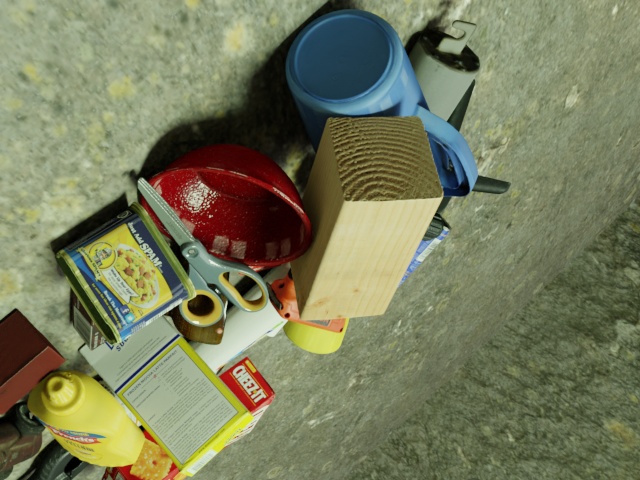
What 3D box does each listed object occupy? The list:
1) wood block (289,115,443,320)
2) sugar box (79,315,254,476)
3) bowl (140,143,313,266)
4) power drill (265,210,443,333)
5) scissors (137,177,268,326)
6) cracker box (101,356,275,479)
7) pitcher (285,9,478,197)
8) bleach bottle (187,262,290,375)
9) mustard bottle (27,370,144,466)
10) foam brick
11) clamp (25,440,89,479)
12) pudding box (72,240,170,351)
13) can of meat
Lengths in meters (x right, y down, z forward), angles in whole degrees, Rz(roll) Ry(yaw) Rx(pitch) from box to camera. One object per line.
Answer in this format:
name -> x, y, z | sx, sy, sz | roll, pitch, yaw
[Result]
wood block -> 0.035, -0.016, 0.990 | 0.090, 0.091, 0.206 | -3, 148, -15
sugar box -> -0.162, 0.151, 1.123 | 0.093, 0.176, 0.048 | -41, 160, -7
bowl -> -0.081, -0.040, 0.982 | 0.162, 0.162, 0.055 | 102, 1, -60
power drill -> 0.036, 0.017, 1.246 | 0.184, 0.057, 0.188 | 18, 113, -32
scissors -> -0.131, 0.021, 1.004 | 0.096, 0.016, 0.201 | -36, 129, 19
cracker box -> -0.170, 0.256, 1.361 | 0.213, 0.072, 0.164 | -33, 168, -27
pitcher -> 0.056, -0.115, 1.042 | 0.149, 0.145, 0.242 | -23, 156, 5
bleach bottle -> -0.102, 0.111, 1.345 | 0.251, 0.068, 0.102 | -40, 179, 2
mustard bottle -> -0.239, 0.173, 1.066 | 0.191, 0.096, 0.058 | 85, 24, -64
foam brick -> -0.284, 0.111, 0.974 | 0.078, 0.051, 0.053 | -41, 161, -12
clamp -> -0.322, 0.288, 1.304 | 0.171, 0.039, 0.120 | -45, 163, 0
pudding box -> -0.196, 0.046, 1.040 | 0.089, 0.039, 0.114 | -32, 158, -32
can of meat -> -0.175, 0.031, 0.952 | 0.083, 0.102, 0.058 | -34, -177, -22
